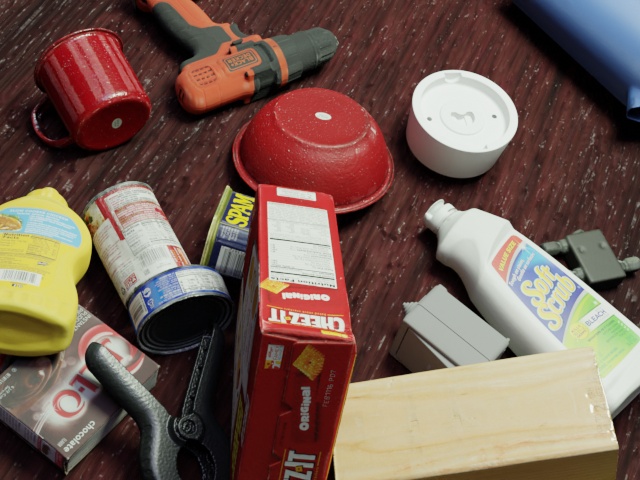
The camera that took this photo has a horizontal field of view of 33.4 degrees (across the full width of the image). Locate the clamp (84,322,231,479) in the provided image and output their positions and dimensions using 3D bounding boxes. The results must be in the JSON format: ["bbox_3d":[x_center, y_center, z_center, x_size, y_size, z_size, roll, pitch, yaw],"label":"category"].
[{"bbox_3d":[-0.121,0.146,0.838,0.120,0.039,0.171,0,65,-25],"label":"clamp"}]

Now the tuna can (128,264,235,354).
[{"bbox_3d":[-0.117,0.058,0.895,0.086,0.086,0.034,-14,58,-20],"label":"tuna can"}]

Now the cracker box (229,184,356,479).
[{"bbox_3d":[-0.025,0.079,0.807,0.072,0.164,0.213,6,29,-8],"label":"cracker box"}]

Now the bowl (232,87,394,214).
[{"bbox_3d":[-0.003,-0.098,1.030,0.162,0.055,0.162,6,44,-6],"label":"bowl"}]

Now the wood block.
[{"bbox_3d":[0.117,0.155,0.832,0.206,0.091,0.090,-10,54,7],"label":"wood block"}]

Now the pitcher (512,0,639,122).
[{"bbox_3d":[0.334,-0.247,1.178,0.243,0.145,0.149,47,28,24],"label":"pitcher"}]

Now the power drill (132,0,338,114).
[{"bbox_3d":[-0.098,-0.227,1.117,0.184,0.057,0.188,-24,63,-25],"label":"power drill"}]

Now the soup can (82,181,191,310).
[{"bbox_3d":[-0.157,0.008,0.933,0.068,0.069,0.102,-20,62,-23],"label":"soup can"}]

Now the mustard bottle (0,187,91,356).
[{"bbox_3d":[-0.244,0.014,0.898,0.096,0.058,0.191,8,35,-9],"label":"mustard bottle"}]

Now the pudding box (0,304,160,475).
[{"bbox_3d":[-0.200,0.119,0.864,0.090,0.039,0.113,34,56,13],"label":"pudding box"}]

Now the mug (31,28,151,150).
[{"bbox_3d":[-0.223,-0.133,1.015,0.117,0.093,0.081,-34,69,4],"label":"mug"}]

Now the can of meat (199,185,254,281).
[{"bbox_3d":[-0.056,0.001,0.949,0.084,0.057,0.102,17,24,-3],"label":"can of meat"}]

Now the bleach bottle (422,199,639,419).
[{"bbox_3d":[0.187,0.056,0.975,0.102,0.068,0.251,-34,66,-30],"label":"bleach bottle"}]
